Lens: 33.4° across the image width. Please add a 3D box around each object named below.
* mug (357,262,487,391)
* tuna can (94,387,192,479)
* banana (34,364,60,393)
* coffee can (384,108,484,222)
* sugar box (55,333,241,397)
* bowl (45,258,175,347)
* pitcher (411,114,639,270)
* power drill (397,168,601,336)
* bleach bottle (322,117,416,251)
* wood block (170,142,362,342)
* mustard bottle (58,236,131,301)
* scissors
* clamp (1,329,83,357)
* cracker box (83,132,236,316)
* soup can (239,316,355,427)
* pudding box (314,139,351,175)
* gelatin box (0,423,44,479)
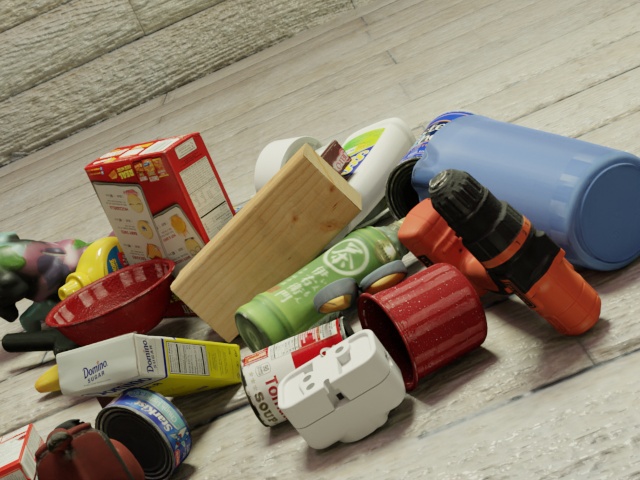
[{"bbox_3d":[0.085,0.070,0.933,0.081,0.093,0.117,-26,15,-18],"label":"mug"},{"bbox_3d":[-0.158,0.175,0.957,0.086,0.086,0.033,-11,22,36],"label":"tuna can"},{"bbox_3d":[-0.250,0.145,1.227,0.198,0.037,0.069,-9,22,39],"label":"banana"},{"bbox_3d":[0.146,-0.079,1.233,0.103,0.103,0.140,-13,22,32],"label":"coffee can"},{"bbox_3d":[-0.159,0.123,1.023,0.093,0.048,0.176,-17,-13,26],"label":"sugar box"},{"bbox_3d":[-0.233,0.081,1.238,0.162,0.055,0.162,-21,16,6],"label":"bowl"},{"bbox_3d":[0.218,-0.047,1.043,0.149,0.145,0.243,-43,26,-12],"label":"pitcher"},{"bbox_3d":[0.136,0.005,0.927,0.057,0.184,0.188,-48,16,-7],"label":"power drill"},{"bbox_3d":[0.039,-0.061,1.317,0.103,0.068,0.250,-19,22,32],"label":"bleach bottle"},{"bbox_3d":[-0.058,0.001,1.170,0.206,0.090,0.091,-45,7,11],"label":"wood block"},{"bbox_3d":[-0.254,0.039,1.368,0.058,0.096,0.191,3,19,41],"label":"mustard bottle"},{"bbox_3d":[0.043,0.052,0.994,0.096,0.016,0.201,-25,-13,7],"label":"scissors"},{"bbox_3d":[-0.313,0.124,1.355,0.164,0.036,0.210,-22,18,-20],"label":"clamp"},{"bbox_3d":[-0.174,-0.017,1.294,0.164,0.213,0.072,-6,25,44],"label":"cracker box"},{"bbox_3d":[-0.013,0.118,0.955,0.102,0.068,0.068,-23,19,8],"label":"soup can"},{"bbox_3d":[-0.024,-0.064,1.274,0.090,0.039,0.113,-25,19,46],"label":"pudding box"},{"bbox_3d":[-0.328,0.233,1.101,0.073,0.030,0.089,-26,18,1],"label":"gelatin box"}]
